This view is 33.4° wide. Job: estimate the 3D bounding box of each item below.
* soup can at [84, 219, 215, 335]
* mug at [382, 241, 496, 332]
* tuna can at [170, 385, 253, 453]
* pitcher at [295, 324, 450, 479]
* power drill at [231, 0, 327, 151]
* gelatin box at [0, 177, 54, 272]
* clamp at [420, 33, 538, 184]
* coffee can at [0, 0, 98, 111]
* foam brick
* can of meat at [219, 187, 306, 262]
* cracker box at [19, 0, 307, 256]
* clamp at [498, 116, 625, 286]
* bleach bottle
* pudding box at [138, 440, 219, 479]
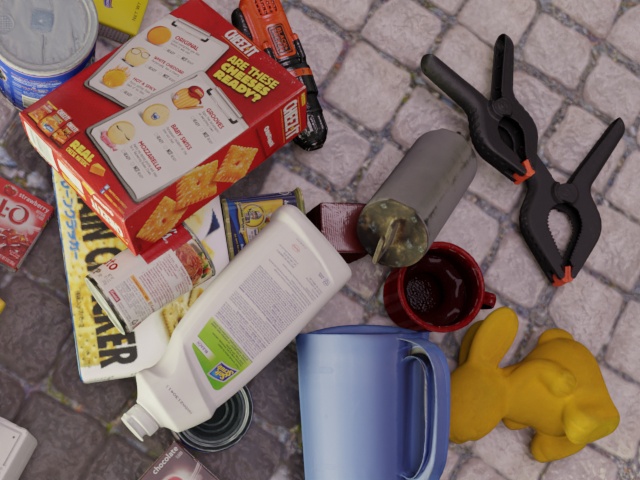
[{"bbox_3d":[-0.158,0.033,0.990,0.102,0.069,0.068,-35,89,-16],"label":"soup can"},{"bbox_3d":[0.125,0.055,1.114,0.117,0.082,0.093,8,78,-11],"label":"mug"},{"bbox_3d":[-0.110,0.169,1.065,0.086,0.034,0.086,2,79,-12],"label":"tuna can"},{"bbox_3d":[0.049,0.203,1.034,0.145,0.149,0.243,-1,86,1],"label":"pitcher"},{"bbox_3d":[-0.099,-0.160,1.117,0.187,0.057,0.184,-19,81,-18],"label":"power drill"},{"bbox_3d":[-0.320,-0.023,1.054,0.089,0.030,0.073,31,75,-6],"label":"gelatin box"},{"bbox_3d":[0.194,-0.147,1.163,0.120,0.039,0.171,-29,87,-21],"label":"clamp"},{"bbox_3d":[-0.270,-0.189,1.039,0.102,0.140,0.103,2,79,-13],"label":"coffee can"},{"bbox_3d":[0.016,-0.006,1.103,0.051,0.078,0.053,2,79,-14],"label":"foam brick"},{"bbox_3d":[-0.057,0.001,1.096,0.083,0.057,0.102,-7,82,-12],"label":"can of meat"},{"bbox_3d":[-0.143,-0.111,1.001,0.213,0.072,0.164,-38,65,-20],"label":"cracker box"},{"bbox_3d":[0.257,-0.055,1.188,0.164,0.036,0.210,11,74,-9],"label":"clamp"},{"bbox_3d":[-0.089,0.084,1.002,0.250,0.068,0.102,-43,95,-18],"label":"bleach bottle"},{"bbox_3d":[-0.147,0.265,1.036,0.090,0.039,0.113,42,74,-2],"label":"pudding box"}]
